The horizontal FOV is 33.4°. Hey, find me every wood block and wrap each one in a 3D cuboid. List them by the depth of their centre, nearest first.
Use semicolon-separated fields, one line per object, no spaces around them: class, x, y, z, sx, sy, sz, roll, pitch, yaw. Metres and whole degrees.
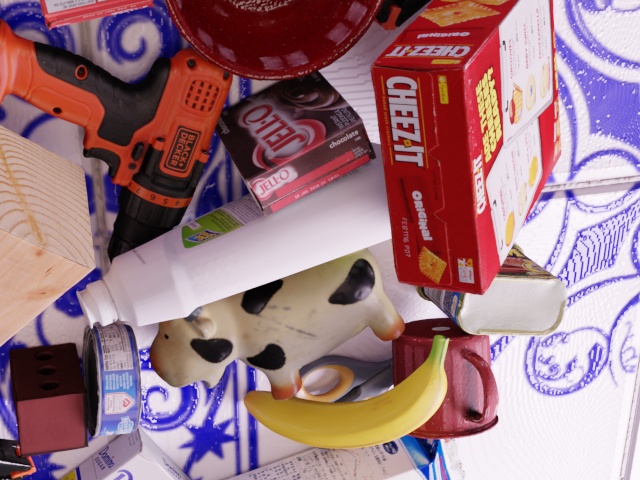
wood block;-0.253;0.025;0.705;0.206;0.091;0.090;-37;137;24

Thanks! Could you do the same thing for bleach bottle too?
bleach bottle;-0.055;0.001;0.777;0.250;0.103;0.068;-22;107;-17

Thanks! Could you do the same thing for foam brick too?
foam brick;-0.209;0.121;0.820;0.053;0.078;0.051;-6;116;-18

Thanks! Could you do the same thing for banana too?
banana;0.026;0.135;0.868;0.198;0.069;0.037;-20;159;26

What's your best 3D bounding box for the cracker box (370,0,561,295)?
cracker box;0.110;-0.088;0.754;0.072;0.213;0.164;6;123;26

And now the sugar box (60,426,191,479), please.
sugar box;-0.196;0.244;0.903;0.176;0.048;0.093;-35;120;2

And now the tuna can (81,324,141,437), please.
tuna can;-0.162;0.107;0.824;0.033;0.086;0.086;-2;115;-20

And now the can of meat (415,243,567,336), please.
can of meat;0.143;0.040;0.889;0.102;0.084;0.057;3;108;-19

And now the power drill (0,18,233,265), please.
power drill;-0.172;-0.068;0.753;0.187;0.057;0.184;14;111;-26

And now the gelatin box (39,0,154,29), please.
gelatin box;-0.153;-0.189;0.694;0.073;0.030;0.089;-15;90;-11

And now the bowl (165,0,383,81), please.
bowl;-0.035;-0.195;0.735;0.162;0.055;0.162;-7;117;-15

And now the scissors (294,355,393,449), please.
scissors;0.057;0.101;0.933;0.202;0.016;0.096;-44;118;2

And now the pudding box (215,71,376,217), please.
pudding box;-0.022;-0.074;0.765;0.090;0.113;0.039;-28;123;-4

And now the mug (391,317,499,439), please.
mug;0.107;0.114;0.884;0.093;0.117;0.081;-8;101;-25
